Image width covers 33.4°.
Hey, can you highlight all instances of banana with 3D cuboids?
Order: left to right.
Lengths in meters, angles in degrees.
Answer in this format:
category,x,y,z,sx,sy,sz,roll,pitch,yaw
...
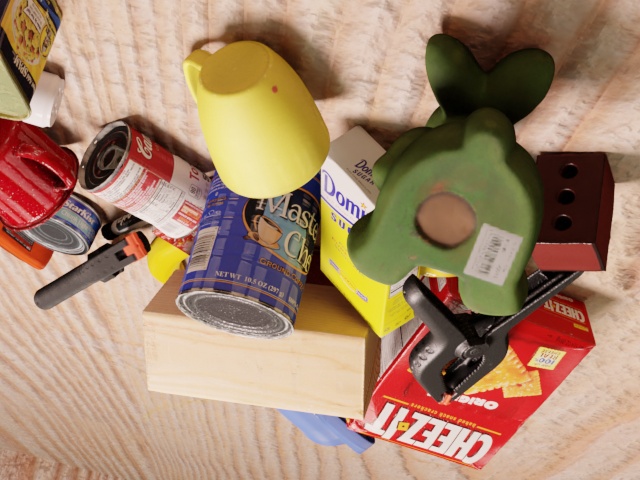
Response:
category,x,y,z,sx,sy,sz,roll,pitch,yaw
banana,-0.151,0.016,1.138,0.069,0.037,0.198,22,156,-19

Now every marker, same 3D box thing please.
category,x,y,z,sx,sy,sz,roll,pitch,yaw
marker,-0.196,-0.019,1.105,0.020,0.020,0.121,27,154,-29

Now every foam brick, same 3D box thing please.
category,x,y,z,sx,sy,sz,roll,pitch,yaw
foam brick,0.189,-0.021,0.803,0.053,0.078,0.051,0,153,25

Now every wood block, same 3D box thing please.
category,x,y,z,sx,sy,sz,roll,pitch,yaw
wood block,-0.051,0.095,0.996,0.206,0.090,0.090,6,116,12

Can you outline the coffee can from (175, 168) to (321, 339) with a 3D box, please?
category,x,y,z,sx,sy,sz,roll,pitch,yaw
coffee can,-0.056,0.001,0.914,0.103,0.140,0.103,12,157,5

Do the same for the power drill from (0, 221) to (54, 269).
category,x,y,z,sx,sy,sz,roll,pitch,yaw
power drill,-0.391,-0.008,1.195,0.188,0.057,0.184,2,155,26

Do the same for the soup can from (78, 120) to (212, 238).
category,x,y,z,sx,sy,sz,roll,pitch,yaw
soup can,-0.152,-0.052,0.942,0.069,0.068,0.102,-9,148,44

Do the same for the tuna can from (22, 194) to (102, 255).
category,x,y,z,sx,sy,sz,roll,pitch,yaw
tuna can,-0.275,-0.020,1.119,0.086,0.033,0.086,16,153,8

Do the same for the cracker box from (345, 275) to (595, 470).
category,x,y,z,sx,sy,sz,roll,pitch,yaw
cracker box,0.143,0.126,1.066,0.164,0.072,0.214,20,126,-16

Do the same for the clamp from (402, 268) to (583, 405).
category,x,y,z,sx,sy,sz,roll,pitch,yaw
clamp,0.121,0.081,0.933,0.164,0.036,0.210,-3,143,-23

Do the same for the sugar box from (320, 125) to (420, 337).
category,x,y,z,sx,sy,sz,roll,pitch,yaw
sugar box,0.041,-0.003,0.879,0.093,0.048,0.176,47,160,27

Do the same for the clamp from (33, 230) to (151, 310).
category,x,y,z,sx,sy,sz,roll,pitch,yaw
clamp,-0.235,0.030,1.119,0.039,0.120,0.172,53,153,-6

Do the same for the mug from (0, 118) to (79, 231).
category,x,y,z,sx,sy,sz,roll,pitch,yaw
mug,-0.267,-0.067,0.943,0.117,0.093,0.081,10,155,36

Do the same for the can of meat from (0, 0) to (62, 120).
category,x,y,z,sx,sy,sz,roll,pitch,yaw
can of meat,-0.225,-0.146,0.742,0.057,0.084,0.102,11,157,7
